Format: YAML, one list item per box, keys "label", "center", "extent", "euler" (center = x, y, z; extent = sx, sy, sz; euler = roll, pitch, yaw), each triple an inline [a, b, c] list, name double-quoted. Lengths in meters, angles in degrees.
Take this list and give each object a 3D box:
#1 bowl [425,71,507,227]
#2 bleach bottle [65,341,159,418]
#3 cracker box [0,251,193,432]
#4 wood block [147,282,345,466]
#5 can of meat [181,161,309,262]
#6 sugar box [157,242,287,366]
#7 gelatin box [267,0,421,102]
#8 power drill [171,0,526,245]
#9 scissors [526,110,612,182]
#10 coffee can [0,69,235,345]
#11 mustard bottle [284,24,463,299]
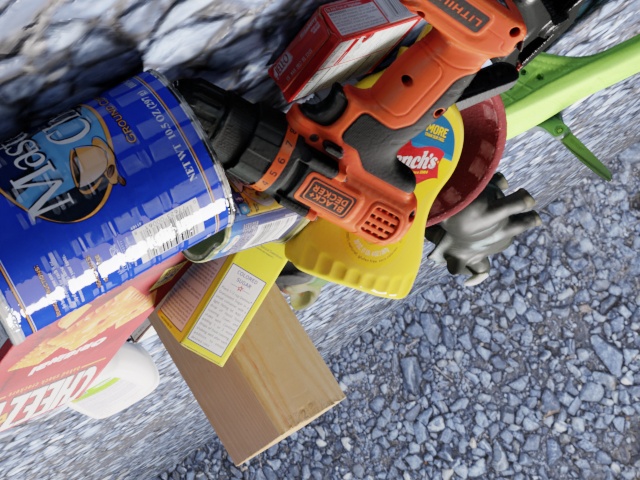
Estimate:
- label: "bowl"
  center: [0.075, -0.090, 0.911]
  extent: [0.162, 0.055, 0.162]
  euler: [-10, 125, -14]
- label: "bleach bottle"
  center: [-0.243, 0.138, 1.153]
  extent: [0.102, 0.068, 0.251]
  euler: [-31, 168, -8]
- label: "cracker box"
  center: [-0.197, 0.055, 0.784]
  extent: [0.214, 0.072, 0.163]
  euler: [-48, 164, 28]
- label: "wood block"
  center: [-0.080, 0.091, 0.997]
  extent: [0.090, 0.206, 0.091]
  euler: [-24, 167, -42]
- label: "can of meat"
  center: [-0.067, -0.040, 0.719]
  extent: [0.083, 0.102, 0.058]
  euler: [-18, 160, -49]
- label: "sugar box"
  center: [-0.055, 0.001, 0.813]
  extent: [0.176, 0.048, 0.093]
  euler: [-56, -157, -2]
- label: "gelatin box"
  center: [0.017, -0.135, 0.723]
  extent: [0.089, 0.030, 0.073]
  euler: [-25, 169, -39]
- label: "power drill"
  center: [0.018, -0.099, 0.654]
  extent: [0.188, 0.184, 0.057]
  euler: [-51, -154, 27]
- label: "scissors"
  center: [0.271, -0.135, 1.167]
  extent: [0.096, 0.202, 0.016]
  euler: [-53, 132, -2]
- label: "coffee can"
  center: [-0.134, -0.020, 0.598]
  extent: [0.140, 0.103, 0.103]
  euler: [-30, 170, -17]
- label: "mustard bottle"
  center: [0.049, -0.060, 0.759]
  extent: [0.192, 0.096, 0.058]
  euler: [-70, -160, 7]
